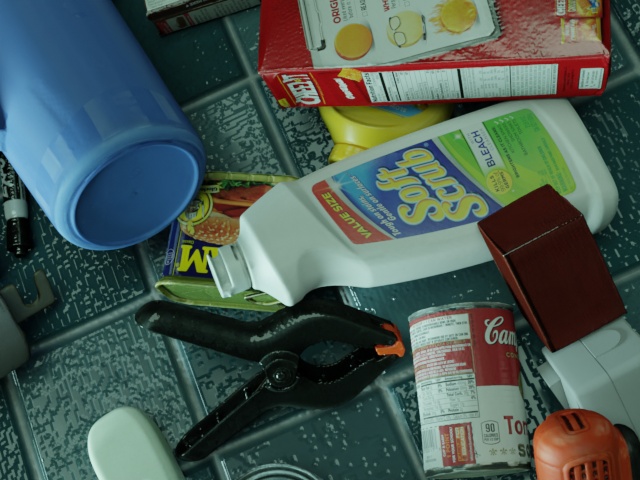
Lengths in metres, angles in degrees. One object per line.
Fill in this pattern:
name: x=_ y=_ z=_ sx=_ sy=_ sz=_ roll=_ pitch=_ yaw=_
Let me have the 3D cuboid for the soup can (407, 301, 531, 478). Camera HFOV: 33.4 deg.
soup can: x=0.093 y=0.095 z=0.670 sx=0.068 sy=0.068 sz=0.102 roll=-7 pitch=74 yaw=10

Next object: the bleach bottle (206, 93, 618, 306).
bleach bottle: x=0.053 y=-0.013 z=0.679 sx=0.250 sy=0.068 sz=0.102 roll=-20 pitch=70 yaw=-9

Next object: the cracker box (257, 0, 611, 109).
cracker box: x=0.074 y=-0.173 z=0.685 sx=0.214 sy=0.072 sz=0.164 roll=-1 pitch=74 yaw=12

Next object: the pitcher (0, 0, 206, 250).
pitcher: x=-0.188 y=-0.107 z=0.727 sx=0.149 sy=0.144 sz=0.243 roll=-42 pitch=60 yaw=7

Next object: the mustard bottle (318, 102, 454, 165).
mustard bottle: x=0.050 y=-0.116 z=0.743 sx=0.096 sy=0.058 sz=0.191 roll=18 pitch=79 yaw=16

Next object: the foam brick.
foam brick: x=0.137 y=0.016 z=0.636 sx=0.051 sy=0.078 sz=0.053 roll=-30 pitch=26 yaw=2

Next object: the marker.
marker: x=-0.232 y=-0.045 z=0.805 sx=0.020 sy=0.020 sz=0.121 roll=-13 pitch=73 yaw=8

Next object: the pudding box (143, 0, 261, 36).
pudding box: x=-0.098 y=-0.224 z=0.817 sx=0.090 sy=0.039 sz=0.113 roll=-16 pitch=70 yaw=8

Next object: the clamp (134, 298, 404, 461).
clamp: x=-0.034 y=0.072 z=0.695 sx=0.171 sy=0.120 sz=0.039 roll=-20 pitch=30 yaw=2

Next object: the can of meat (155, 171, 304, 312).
can of meat: x=-0.055 y=0.001 z=0.735 sx=0.102 sy=0.057 sz=0.084 roll=4 pitch=73 yaw=13
